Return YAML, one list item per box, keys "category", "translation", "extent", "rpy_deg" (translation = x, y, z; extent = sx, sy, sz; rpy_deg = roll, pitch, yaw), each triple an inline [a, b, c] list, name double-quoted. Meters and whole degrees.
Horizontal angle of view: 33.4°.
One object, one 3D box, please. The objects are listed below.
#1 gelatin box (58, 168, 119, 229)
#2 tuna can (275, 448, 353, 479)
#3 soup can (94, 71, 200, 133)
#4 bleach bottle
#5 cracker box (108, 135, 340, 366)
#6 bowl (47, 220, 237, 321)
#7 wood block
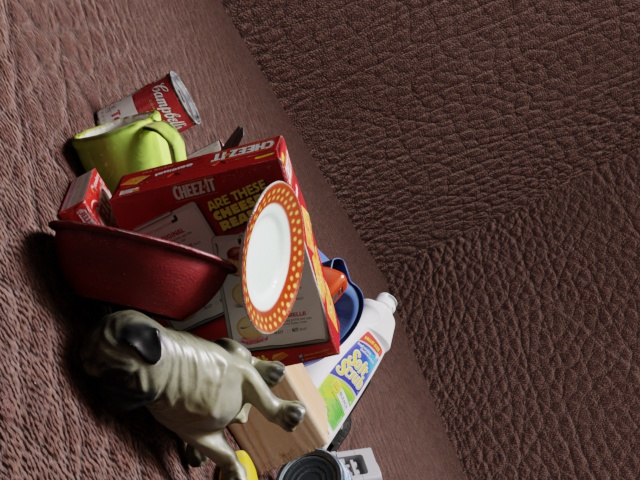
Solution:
- category: "gelatin box"
  translation: [-0.207, -0.018, 0.998]
  extent: [0.073, 0.030, 0.089]
  rpy_deg: [61, 7, -23]
- category: "tuna can"
  translation: [-0.007, 0.274, 1.178]
  extent: [0.033, 0.086, 0.086]
  rpy_deg: [54, 12, -48]
- category: "soup can"
  translation: [-0.199, -0.142, 1.230]
  extent: [0.068, 0.102, 0.068]
  rpy_deg: [62, 7, -13]
- category: "bleach bottle"
  translation: [0.029, 0.154, 1.393]
  extent: [0.250, 0.068, 0.102]
  rpy_deg: [-52, 127, -37]
- category: "cracker box"
  translation: [-0.085, 0.024, 1.018]
  extent: [0.072, 0.164, 0.213]
  rpy_deg: [-89, 164, -64]
- category: "bowl"
  translation: [-0.153, 0.030, 0.887]
  extent: [0.162, 0.162, 0.055]
  rpy_deg: [41, 61, -73]
- category: "wood block"
  translation: [-0.077, 0.136, 1.158]
  extent: [0.206, 0.090, 0.091]
  rpy_deg: [61, 8, -18]
